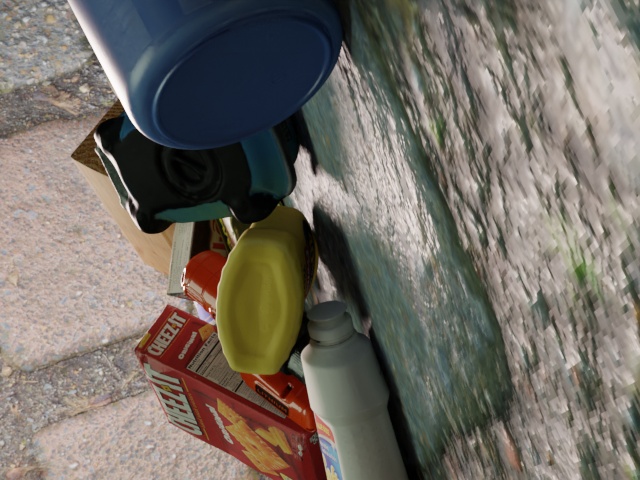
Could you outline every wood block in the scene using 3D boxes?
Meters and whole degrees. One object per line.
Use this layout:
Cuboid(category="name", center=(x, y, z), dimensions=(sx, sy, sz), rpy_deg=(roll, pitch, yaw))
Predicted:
Cuboid(category="wood block", center=(-0.162, -0.045, 1.111), dimensions=(0.090, 0.090, 0.206), rpy_deg=(25, 158, 26))

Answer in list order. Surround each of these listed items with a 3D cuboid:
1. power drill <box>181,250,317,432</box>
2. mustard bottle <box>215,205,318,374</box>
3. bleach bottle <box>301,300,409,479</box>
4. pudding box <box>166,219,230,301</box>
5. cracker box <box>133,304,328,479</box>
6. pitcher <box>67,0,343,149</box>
Cuboid(category="power drill", center=(-0.029, 0.101, 0.930), dimensions=(0.185, 0.057, 0.187), rpy_deg=(37, 162, 26))
Cuboid(category="mustard bottle", center=(-0.034, 0.025, 0.790), dimensions=(0.191, 0.058, 0.096), rpy_deg=(-71, -16, -77))
Cuboid(category="bleach bottle", center=(0.030, 0.157, 0.774), dimensions=(0.103, 0.068, 0.251), rpy_deg=(-127, 21, -66))
Cuboid(category="pudding box", center=(-0.101, 0.007, 1.051), dimensions=(0.039, 0.089, 0.113), rpy_deg=(-8, 73, 43))
Cuboid(category="cracker box", center=(-0.077, 0.174, 1.108), dimensions=(0.214, 0.072, 0.164), rpy_deg=(23, 149, 23))
Cuboid(category="pitcher", center=(-0.080, -0.175, 0.525), dimensions=(0.243, 0.145, 0.149), rpy_deg=(63, -177, 23))
